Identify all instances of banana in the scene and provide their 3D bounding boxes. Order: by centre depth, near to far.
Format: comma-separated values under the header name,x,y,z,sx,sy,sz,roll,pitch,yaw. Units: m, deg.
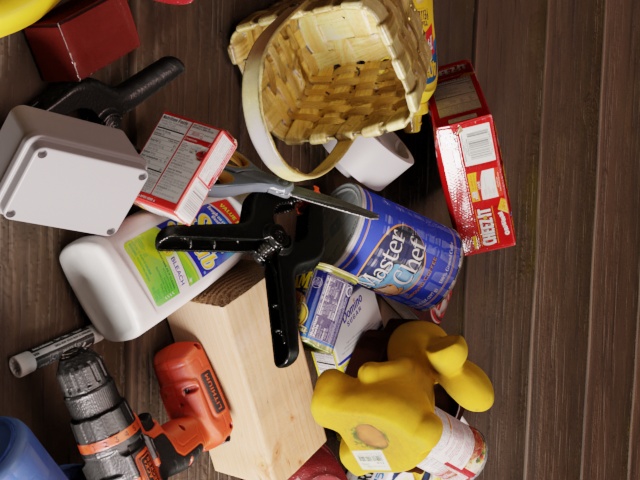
name,x,y,z,sx,sy,sz,roll,pitch,yaw
banana,-0.233,-0.226,0.874,0.069,0.037,0.197,35,65,-26

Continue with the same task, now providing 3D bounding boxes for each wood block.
name,x,y,z,sx,sy,sz,roll,pitch,yaw
wood block,-0.073,0.130,1.066,0.090,0.091,0.206,-36,121,-43

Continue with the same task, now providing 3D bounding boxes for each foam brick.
name,x,y,z,sx,sy,sz,roll,pitch,yaw
foam brick,-0.201,-0.173,0.903,0.078,0.053,0.051,-42,125,-39

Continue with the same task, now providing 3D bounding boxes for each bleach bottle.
name,x,y,z,sx,sy,sz,roll,pitch,yaw
bleach bottle,-0.124,-0.007,1.009,0.250,0.068,0.102,-39,109,-46

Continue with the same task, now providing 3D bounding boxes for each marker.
name,x,y,z,sx,sy,sz,roll,pitch,yaw
marker,-0.219,0.090,0.939,0.120,0.020,0.020,-24,113,-47

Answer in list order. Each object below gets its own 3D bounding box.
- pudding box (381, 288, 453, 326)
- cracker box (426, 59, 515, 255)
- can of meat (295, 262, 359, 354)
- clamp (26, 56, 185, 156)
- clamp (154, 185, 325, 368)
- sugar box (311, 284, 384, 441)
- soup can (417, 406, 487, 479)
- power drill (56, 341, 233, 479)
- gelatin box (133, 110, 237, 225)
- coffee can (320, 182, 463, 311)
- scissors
name,x,y,z,sx,sy,sz,roll,pitch,yaw
pudding box,0.124,0.053,1.339,0.113,0.039,0.090,43,63,-44
cracker box,0.173,-0.103,1.277,0.213,0.072,0.164,-89,165,-64
can of meat,-0.014,0.070,1.122,0.057,0.102,0.084,24,77,-29
clamp,-0.188,-0.094,0.940,0.171,0.039,0.120,-18,113,-42
clamp,-0.057,0.001,0.998,0.164,0.036,0.209,41,40,-12
sugar box,0.039,0.139,1.241,0.093,0.048,0.176,-36,118,-42
soup can,0.126,0.220,1.170,0.102,0.069,0.068,33,69,-37
power drill,-0.152,0.156,0.943,0.184,0.057,0.187,71,22,-9
gelatin box,-0.126,-0.065,0.942,0.089,0.073,0.030,-61,146,-14
coffee can,0.072,0.009,1.183,0.140,0.103,0.103,23,75,-26
scissors,-0.050,-0.045,1.000,0.096,0.202,0.016,-48,160,-55
